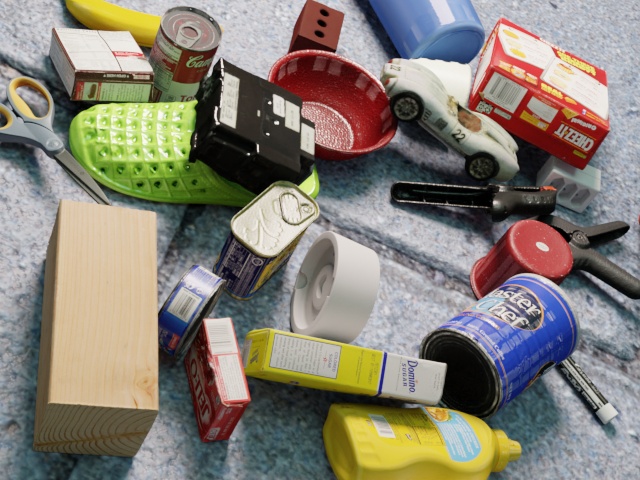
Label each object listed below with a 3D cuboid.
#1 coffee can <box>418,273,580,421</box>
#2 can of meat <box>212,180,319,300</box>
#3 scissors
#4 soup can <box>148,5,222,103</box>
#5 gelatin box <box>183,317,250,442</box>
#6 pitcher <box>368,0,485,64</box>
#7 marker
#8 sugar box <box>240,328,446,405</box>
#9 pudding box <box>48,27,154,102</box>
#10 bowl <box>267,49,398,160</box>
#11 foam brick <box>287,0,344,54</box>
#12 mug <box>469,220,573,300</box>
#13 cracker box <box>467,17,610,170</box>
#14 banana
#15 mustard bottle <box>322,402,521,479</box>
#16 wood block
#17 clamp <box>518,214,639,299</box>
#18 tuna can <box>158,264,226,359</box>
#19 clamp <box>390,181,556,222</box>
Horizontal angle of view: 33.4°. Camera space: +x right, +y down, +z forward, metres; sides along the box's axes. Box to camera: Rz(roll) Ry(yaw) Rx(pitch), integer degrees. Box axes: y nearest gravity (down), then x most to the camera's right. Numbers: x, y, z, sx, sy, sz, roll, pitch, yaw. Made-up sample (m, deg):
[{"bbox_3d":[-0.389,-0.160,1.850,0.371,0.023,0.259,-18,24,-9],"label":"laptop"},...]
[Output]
[{"bbox_3d":[0.183,0.107,1.086,0.140,0.103,0.103,-28,69,-38],"label":"coffee can"},{"bbox_3d":[-0.057,0.001,1.070,0.057,0.084,0.102,39,48,8],"label":"can of meat"},{"bbox_3d":[-0.286,-0.091,1.061,0.096,0.016,0.202,-17,55,-20],"label":"scissors"},{"bbox_3d":[-0.154,-0.197,1.171,0.068,0.102,0.068,13,49,-16],"label":"soup can"},{"bbox_3d":[-0.095,0.126,0.960,0.030,0.073,0.089,0,55,-25],"label":"gelatin box"},{"bbox_3d":[0.131,-0.339,1.399,0.144,0.149,0.243,0,56,-39],"label":"pitcher"},{"bbox_3d":[0.276,0.145,1.157,0.020,0.020,0.121,-21,65,-36],"label":"marker"},{"bbox_3d":[0.019,0.121,1.002,0.176,0.093,0.048,15,79,-15],"label":"sugar box"},{"bbox_3d":[-0.236,-0.190,1.151,0.089,0.039,0.114,-3,34,-26],"label":"pudding box"},{"bbox_3d":[0.007,-0.146,1.238,0.162,0.055,0.162,13,49,-16],"label":"bowl"},{"bbox_3d":[-0.007,-0.250,1.319,0.053,0.051,0.078,20,48,-10],"label":"foam brick"},{"bbox_3d":[0.227,0.041,1.174,0.093,0.082,0.117,5,52,-22],"label":"mug"},{"bbox_3d":[0.279,-0.191,1.358,0.164,0.072,0.213,27,30,-2],"label":"cracker box"},{"bbox_3d":[-0.208,-0.255,1.237,0.197,0.037,0.069,14,50,-15],"label":"banana"},{"bbox_3d":[0.104,0.196,1.003,0.191,0.058,0.096,6,26,-22],"label":"mustard bottle"},{"bbox_3d":[-0.196,0.075,0.941,0.090,0.090,0.206,8,51,-20],"label":"wood block"},{"bbox_3d":[0.307,0.002,1.274,0.171,0.039,0.120,20,37,-7],"label":"clamp"},{"bbox_3d":[-0.124,0.065,0.986,0.034,0.086,0.086,31,47,3],"label":"tuna can"},{"bbox_3d":[0.208,-0.045,1.221,0.209,0.036,0.165,-1,12,-34],"label":"clamp"}]
